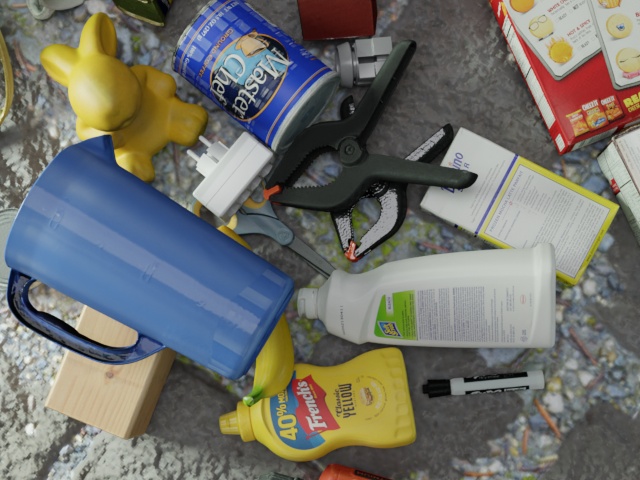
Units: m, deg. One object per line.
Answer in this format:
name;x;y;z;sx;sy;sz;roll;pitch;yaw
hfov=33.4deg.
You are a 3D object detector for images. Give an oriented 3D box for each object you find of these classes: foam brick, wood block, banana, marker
foam brick;0.018;-0.242;1.096;0.078;0.051;0.053;-3;39;7
wood block;-0.186;0.083;1.068;0.091;0.090;0.206;21;85;5
banana;-0.061;0.075;1.059;0.037;0.069;0.198;-28;58;22
marker;0.163;0.145;1.072;0.121;0.020;0.020;-5;83;3

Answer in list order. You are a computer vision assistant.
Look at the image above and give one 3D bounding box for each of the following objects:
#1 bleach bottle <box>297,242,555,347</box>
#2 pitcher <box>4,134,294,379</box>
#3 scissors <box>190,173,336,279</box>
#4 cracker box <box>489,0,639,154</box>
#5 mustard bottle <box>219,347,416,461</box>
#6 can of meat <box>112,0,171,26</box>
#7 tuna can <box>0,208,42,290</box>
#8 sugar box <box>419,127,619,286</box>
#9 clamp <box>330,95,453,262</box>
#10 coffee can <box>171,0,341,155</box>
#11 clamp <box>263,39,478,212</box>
bleach bottle;0.102;0.055;1.046;0.251;0.068;0.102;0;113;11
pitcher;-0.156;0.032;0.966;0.243;0.149;0.144;30;44;2
scissors;-0.057;0.001;1.105;0.096;0.016;0.202;-36;83;1
cracker box;0.277;-0.215;1.079;0.164;0.072;0.214;-23;82;0
mustard bottle;-0.005;0.168;1.061;0.191;0.058;0.096;-10;73;3
can of meat;-0.177;-0.281;1.102;0.057;0.102;0.084;21;83;6
tuna can;-0.318;0.011;1.112;0.086;0.034;0.086;0;84;4
sugar box;0.198;-0.033;1.077;0.176;0.048;0.093;28;89;9
clamp;0.049;-0.065;1.095;0.120;0.039;0.171;26;83;17
coffee can;-0.065;-0.169;1.080;0.140;0.103;0.103;39;87;7
clamp;0.043;-0.080;1.059;0.210;0.036;0.164;-33;71;11
